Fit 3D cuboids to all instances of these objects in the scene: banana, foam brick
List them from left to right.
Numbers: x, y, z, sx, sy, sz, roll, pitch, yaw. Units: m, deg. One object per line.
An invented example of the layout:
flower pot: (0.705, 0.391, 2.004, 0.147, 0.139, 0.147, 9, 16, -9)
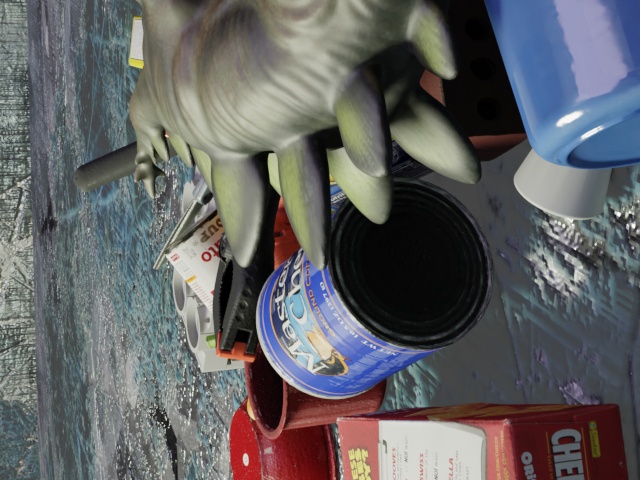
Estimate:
banana: (-0.046, 0.105, 0.899, 0.037, 0.069, 0.198, 64, 171, -16)
foam brick: (0.077, -0.086, 0.580, 0.051, 0.052, 0.078, 152, 112, -67)

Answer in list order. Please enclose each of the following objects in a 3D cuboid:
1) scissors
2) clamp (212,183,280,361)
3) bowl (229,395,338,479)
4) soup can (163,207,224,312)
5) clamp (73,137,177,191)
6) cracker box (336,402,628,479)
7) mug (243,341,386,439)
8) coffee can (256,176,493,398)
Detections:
scissors: (-0.084, -0.053, 0.926, 0.016, 0.096, 0.202, 47, 137, 19)
clamp: (-0.055, 0.001, 0.768, 0.120, 0.039, 0.171, 153, 128, -74)
bowl: (-0.040, 0.188, 0.923, 0.162, 0.055, 0.162, 176, 90, -68)
soup can: (-0.076, 0.027, 0.907, 0.102, 0.068, 0.069, 51, 159, -7)
clamp: (-0.130, -0.096, 0.997, 0.210, 0.164, 0.036, -34, 72, 55)
cracker box: (0.086, 0.173, 0.579, 0.214, 0.072, 0.164, 156, 109, -68)
mug: (-0.006, 0.081, 0.780, 0.093, 0.081, 0.117, 133, 130, -62)
coffee can: (0.028, 0.034, 0.656, 0.140, 0.102, 0.103, 136, 127, -63)
